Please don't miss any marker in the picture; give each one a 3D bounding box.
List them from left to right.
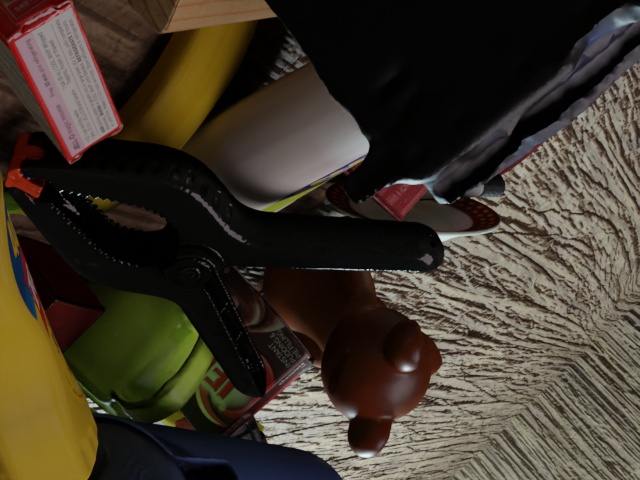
[{"bbox_3d":[0.094,-0.039,0.793,0.120,0.020,0.020,-4,139,-39],"label":"marker"}]

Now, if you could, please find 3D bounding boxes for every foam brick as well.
[{"bbox_3d":[-0.171,0.044,0.590,0.078,0.053,0.051,-44,159,6],"label":"foam brick"}]

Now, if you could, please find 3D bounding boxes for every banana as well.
[{"bbox_3d":[-0.085,-0.070,0.538,0.198,0.037,0.069,-45,159,9],"label":"banana"}]

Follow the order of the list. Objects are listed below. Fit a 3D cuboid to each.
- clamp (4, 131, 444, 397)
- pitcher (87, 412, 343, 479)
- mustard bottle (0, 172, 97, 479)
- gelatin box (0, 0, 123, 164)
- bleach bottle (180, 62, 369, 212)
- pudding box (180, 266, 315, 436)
[{"bbox_3d":[-0.054,0.001,0.537,0.165,0.036,0.209,-34,127,31],"label":"clamp"},{"bbox_3d":[-0.079,0.180,0.637,0.242,0.149,0.145,26,80,-62],"label":"pitcher"},{"bbox_3d":[-0.156,0.021,0.482,0.058,0.096,0.191,-21,121,-15],"label":"mustard bottle"},{"bbox_3d":[-0.114,-0.082,0.411,0.030,0.073,0.089,-37,159,-13],"label":"gelatin box"},{"bbox_3d":[0.013,-0.066,0.523,0.102,0.068,0.251,-30,-175,-33],"label":"bleach bottle"},{"bbox_3d":[-0.073,0.068,0.725,0.090,0.113,0.039,-42,162,-1],"label":"pudding box"}]
